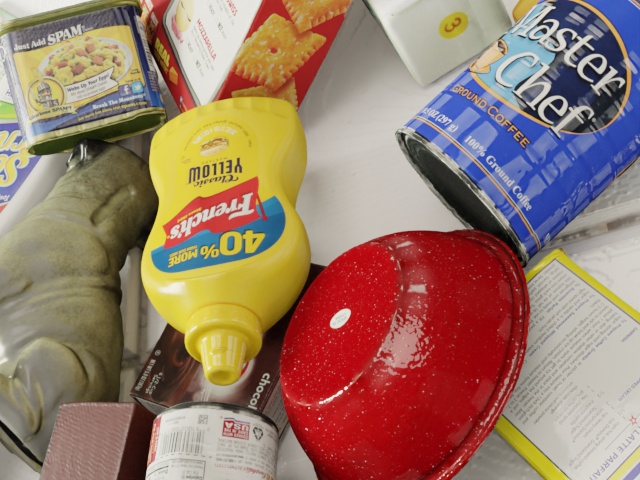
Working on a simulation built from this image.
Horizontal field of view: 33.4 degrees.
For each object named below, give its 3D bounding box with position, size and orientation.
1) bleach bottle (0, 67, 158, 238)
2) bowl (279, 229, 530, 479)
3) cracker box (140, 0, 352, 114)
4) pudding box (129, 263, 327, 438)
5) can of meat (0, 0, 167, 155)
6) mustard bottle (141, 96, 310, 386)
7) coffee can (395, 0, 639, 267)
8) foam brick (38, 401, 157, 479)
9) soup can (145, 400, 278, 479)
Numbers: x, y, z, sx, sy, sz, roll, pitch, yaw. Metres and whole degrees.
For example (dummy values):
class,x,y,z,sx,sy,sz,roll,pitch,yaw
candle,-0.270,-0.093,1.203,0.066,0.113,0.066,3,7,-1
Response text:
class,x,y,z,sx,sy,sz,roll,pitch,yaw
bleach bottle,-0.217,-0.037,0.769,0.103,0.068,0.250,18,74,23
bowl,0.028,0.054,0.546,0.162,0.055,0.162,-39,33,31
cracker box,-0.041,-0.190,0.701,0.214,0.071,0.164,-60,43,31
pudding box,-0.047,0.061,0.632,0.090,0.039,0.113,11,65,33
can of meat,-0.160,-0.109,0.720,0.102,0.057,0.084,-15,85,-6
mustard bottle,-0.054,0.000,0.613,0.096,0.058,0.191,-11,47,8
coffee can,0.126,-0.069,0.584,0.140,0.102,0.103,-43,51,-3
foam brick,-0.115,0.130,0.570,0.051,0.053,0.078,-4,58,25
soup can,-0.057,0.140,0.533,0.069,0.068,0.102,-11,55,21
